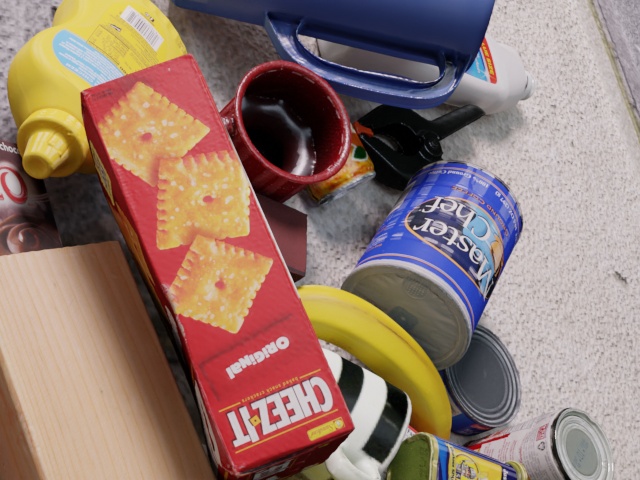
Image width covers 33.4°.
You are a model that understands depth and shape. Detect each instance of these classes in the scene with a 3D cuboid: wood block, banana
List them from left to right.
[{"bbox_3d":[-0.125,0.114,0.566,0.090,0.090,0.206,-9,64,-39],"label":"wood block"},{"bbox_3d":[0.037,0.085,0.770,0.197,0.070,0.037,36,35,-21],"label":"banana"}]

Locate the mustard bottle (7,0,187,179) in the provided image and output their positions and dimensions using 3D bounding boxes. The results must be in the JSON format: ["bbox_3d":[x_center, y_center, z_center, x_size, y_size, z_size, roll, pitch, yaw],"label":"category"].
[{"bbox_3d":[-0.146,-0.096,0.680,0.096,0.058,0.191,45,30,-20],"label":"mustard bottle"}]

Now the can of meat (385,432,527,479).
[{"bbox_3d":[0.090,0.189,0.720,0.083,0.058,0.102,24,54,-26],"label":"can of meat"}]

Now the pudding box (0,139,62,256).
[{"bbox_3d":[-0.198,-0.016,0.607,0.113,0.039,0.090,16,53,-68],"label":"pudding box"}]

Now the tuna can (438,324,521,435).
[{"bbox_3d":[0.119,0.111,0.850,0.086,0.034,0.086,21,55,-32],"label":"tuna can"}]

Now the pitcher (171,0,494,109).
[{"bbox_3d":[0.009,-0.202,0.808,0.242,0.145,0.149,9,30,-5],"label":"pitcher"}]

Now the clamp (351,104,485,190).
[{"bbox_3d":[0.093,-0.067,0.924,0.171,0.039,0.120,-2,64,-36],"label":"clamp"}]

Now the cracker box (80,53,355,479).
[{"bbox_3d":[-0.061,0.030,0.598,0.072,0.164,0.214,-21,76,-11],"label":"cracker box"}]

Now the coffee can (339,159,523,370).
[{"bbox_3d":[0.088,0.018,0.825,0.102,0.103,0.140,47,44,-12],"label":"coffee can"}]

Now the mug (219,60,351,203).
[{"bbox_3d":[-0.048,-0.069,0.763,0.117,0.082,0.093,-2,72,-33],"label":"mug"}]

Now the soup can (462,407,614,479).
[{"bbox_3d":[0.160,0.171,0.804,0.068,0.102,0.068,21,54,-33],"label":"soup can"}]

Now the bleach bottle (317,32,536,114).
[{"bbox_3d":[0.108,-0.178,0.982,0.250,0.068,0.102,10,65,-40],"label":"bleach bottle"}]
